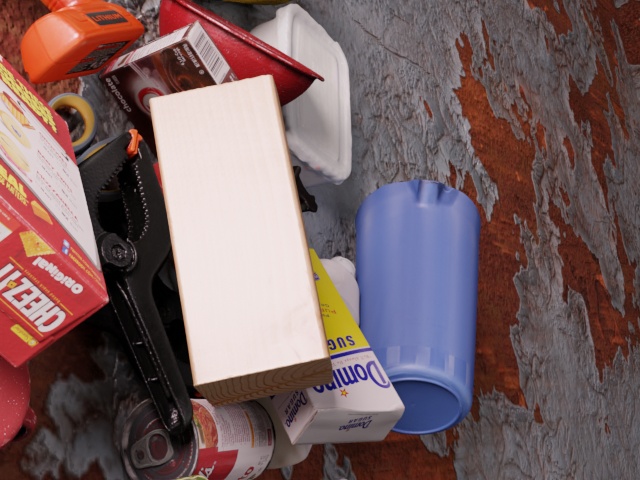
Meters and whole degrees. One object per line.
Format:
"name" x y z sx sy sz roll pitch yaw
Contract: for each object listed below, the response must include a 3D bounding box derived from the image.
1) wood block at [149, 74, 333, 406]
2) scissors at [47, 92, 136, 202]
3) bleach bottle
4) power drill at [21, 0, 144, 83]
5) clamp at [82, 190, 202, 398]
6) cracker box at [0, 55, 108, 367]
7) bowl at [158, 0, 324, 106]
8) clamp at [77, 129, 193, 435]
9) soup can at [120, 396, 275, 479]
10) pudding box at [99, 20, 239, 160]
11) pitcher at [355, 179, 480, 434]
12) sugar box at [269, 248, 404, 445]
"wood block" -0.055 0.001 0.750 0.090 0.091 0.206 81 -2 -72
"scissors" -0.199 -0.044 0.734 0.201 0.016 0.096 -32 87 -49
"bleach bottle" -0.017 0.084 0.946 0.102 0.068 0.250 63 28 -22
"power drill" -0.209 -0.195 0.701 0.187 0.057 0.184 57 23 -2
"clamp" -0.134 0.058 0.778 0.171 0.039 0.120 57 39 -16
"cracker box" -0.204 -0.055 0.585 0.164 0.072 0.214 51 5 -37
"bowl" -0.079 -0.155 0.914 0.161 0.162 0.055 14 108 -58
"clamp" -0.152 0.015 0.711 0.164 0.036 0.210 20 58 -39
"soup can" -0.087 0.148 0.782 0.102 0.069 0.068 12 65 -59
"pudding box" -0.107 -0.109 0.855 0.113 0.090 0.039 58 31 -25
"pitcher" 0.094 0.073 1.063 0.149 0.145 0.242 43 36 -32
"sugar box" -0.013 0.077 0.837 0.093 0.048 0.176 6 38 -40
